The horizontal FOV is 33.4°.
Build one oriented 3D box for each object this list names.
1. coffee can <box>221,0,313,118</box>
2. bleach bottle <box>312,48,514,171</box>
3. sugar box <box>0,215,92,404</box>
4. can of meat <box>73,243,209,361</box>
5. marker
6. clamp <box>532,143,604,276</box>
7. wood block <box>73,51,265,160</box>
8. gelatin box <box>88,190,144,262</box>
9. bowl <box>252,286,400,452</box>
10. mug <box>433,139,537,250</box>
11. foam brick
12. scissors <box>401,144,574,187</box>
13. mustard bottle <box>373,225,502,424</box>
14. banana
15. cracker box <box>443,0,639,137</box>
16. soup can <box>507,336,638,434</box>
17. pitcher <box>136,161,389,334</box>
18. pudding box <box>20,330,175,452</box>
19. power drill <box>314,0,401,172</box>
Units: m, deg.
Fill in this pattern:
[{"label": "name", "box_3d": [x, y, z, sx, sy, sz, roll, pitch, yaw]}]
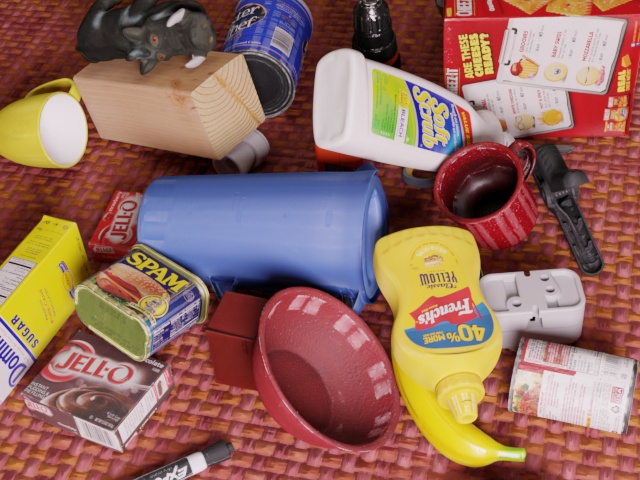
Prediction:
[{"label": "coffee can", "box_3d": [-0.070, -0.234, 1.324, 0.103, 0.103, 0.140, 3, 45, 10]}, {"label": "bleach bottle", "box_3d": [0.109, -0.125, 1.115, 0.250, 0.102, 0.068, 7, -6, -37]}, {"label": "sugar box", "box_3d": [-0.292, 0.067, 1.047, 0.048, 0.093, 0.176, 12, 48, 19]}, {"label": "can of meat", "box_3d": [-0.172, 0.059, 1.020, 0.102, 0.057, 0.083, 29, 41, 24]}, {"label": "marker", "box_3d": [-0.132, 0.205, 0.935, 0.121, 0.020, 0.020, -22, 46, -15]}, {"label": "clamp", "box_3d": [0.246, -0.056, 1.094, 0.039, 0.120, 0.171, -15, 40, -3]}, {"label": "wood block", "box_3d": [-0.178, -0.166, 1.243, 0.206, 0.091, 0.090, 13, 45, 39]}, {"label": "gelatin box", "box_3d": [-0.202, -0.014, 1.165, 0.073, 0.030, 0.089, 6, 45, 13]}, {"label": "bowl", "box_3d": [-0.006, 0.123, 0.945, 0.055, 0.162, 0.162, -39, 34, 34]}, {"label": "mug", "box_3d": [0.180, -0.051, 1.093, 0.093, 0.081, 0.117, 32, 82, 37]}, {"label": "foam brick", "box_3d": [-0.071, 0.096, 1.000, 0.053, 0.078, 0.051, 11, 46, 14]}, {"label": "scissors", "box_3d": [0.178, -0.087, 1.204, 0.202, 0.016, 0.096, 9, 47, 16]}, {"label": "mustard bottle", "box_3d": [0.108, 0.075, 0.944, 0.096, 0.058, 0.191, -4, 51, -7]}, {"label": "banana", "box_3d": [0.104, 0.131, 0.961, 0.069, 0.037, 0.198, -16, 54, -21]}, {"label": "cracker box", "box_3d": [0.246, -0.200, 1.205, 0.214, 0.164, 0.072, 0, 42, 7]}, {"label": "soup can", "box_3d": [0.222, 0.127, 0.937, 0.102, 0.068, 0.068, 10, 46, 16]}, {"label": "pitcher", "box_3d": [-0.057, 0.001, 1.069, 0.243, 0.145, 0.149, 2, 20, 14]}, {"label": "pudding box", "box_3d": [-0.207, 0.140, 0.999, 0.114, 0.039, 0.090, 18, 48, 23]}, {"label": "power drill", "box_3d": [0.046, -0.151, 1.180, 0.057, 0.184, 0.187, 9, 55, 16]}]
